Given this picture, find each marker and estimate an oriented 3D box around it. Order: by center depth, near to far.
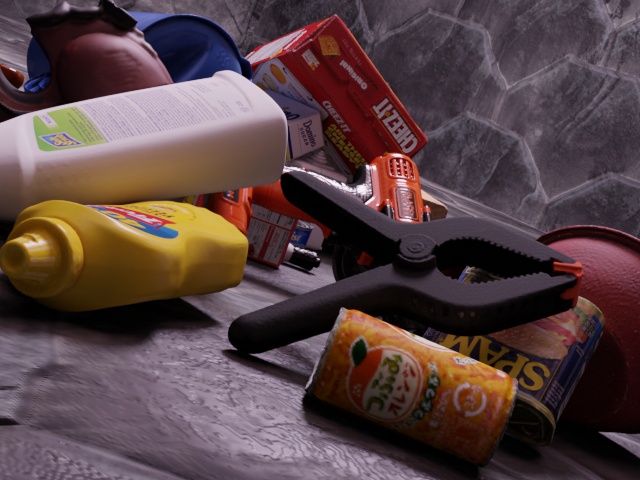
[{"bbox_3d":[-0.056,0.001,0.946,0.121,0.020,0.020,20,8,-14],"label":"marker"}]

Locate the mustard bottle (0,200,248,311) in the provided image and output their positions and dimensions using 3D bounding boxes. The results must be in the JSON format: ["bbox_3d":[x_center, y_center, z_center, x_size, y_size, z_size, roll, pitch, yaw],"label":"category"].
[{"bbox_3d":[-0.119,0.007,0.607,0.096,0.058,0.191,15,6,18],"label":"mustard bottle"}]

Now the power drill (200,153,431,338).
[{"bbox_3d":[0.000,-0.005,0.836,0.187,0.057,0.184,11,47,-16],"label":"power drill"}]

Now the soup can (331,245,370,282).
[{"bbox_3d":[0.057,0.019,0.952,0.068,0.068,0.102,24,8,16],"label":"soup can"}]

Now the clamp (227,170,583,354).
[{"bbox_3d":[0.051,0.024,0.657,0.210,0.036,0.164,10,42,14],"label":"clamp"}]

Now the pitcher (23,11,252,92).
[{"bbox_3d":[-0.195,-0.155,1.010,0.149,0.145,0.243,34,-8,-39],"label":"pitcher"}]

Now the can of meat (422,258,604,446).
[{"bbox_3d":[0.120,0.068,0.683,0.102,0.083,0.057,25,-26,21],"label":"can of meat"}]

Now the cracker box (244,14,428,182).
[{"bbox_3d":[0.000,-0.142,1.137,0.164,0.072,0.214,51,-18,-16],"label":"cracker box"}]

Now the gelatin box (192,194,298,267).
[{"bbox_3d":[-0.063,-0.026,0.911,0.089,0.073,0.030,20,8,-14],"label":"gelatin box"}]

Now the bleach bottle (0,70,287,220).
[{"bbox_3d":[-0.152,-0.061,0.717,0.250,0.068,0.103,-12,33,-31],"label":"bleach bottle"}]
